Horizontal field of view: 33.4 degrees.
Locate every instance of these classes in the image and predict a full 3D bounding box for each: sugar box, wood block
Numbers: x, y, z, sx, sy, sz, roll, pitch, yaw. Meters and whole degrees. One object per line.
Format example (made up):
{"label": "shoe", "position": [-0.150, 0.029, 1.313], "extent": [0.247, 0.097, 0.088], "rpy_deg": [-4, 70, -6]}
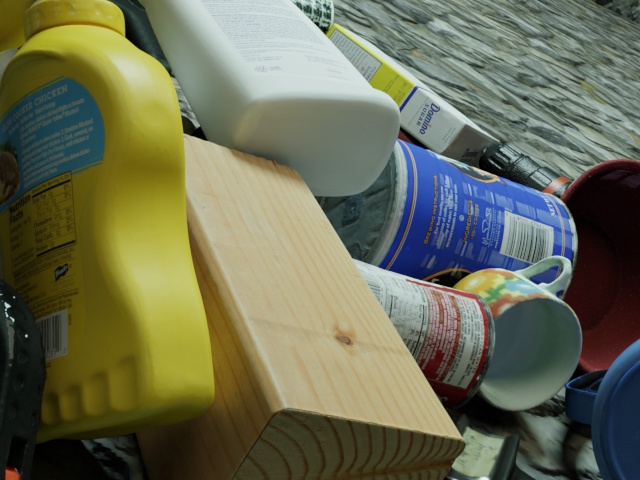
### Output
{"label": "sugar box", "position": [0.081, -0.134, 1.017], "extent": [0.176, 0.048, 0.093], "rpy_deg": [44, 15, 26]}
{"label": "wood block", "position": [-0.032, 0.044, 0.483], "extent": [0.090, 0.090, 0.206], "rpy_deg": [16, 27, -31]}

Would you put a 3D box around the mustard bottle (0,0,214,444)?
{"label": "mustard bottle", "position": [-0.092, -0.020, 0.424], "extent": [0.058, 0.096, 0.191], "rpy_deg": [4, 73, -43]}

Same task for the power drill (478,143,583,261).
{"label": "power drill", "position": [0.180, -0.021, 0.899], "extent": [0.185, 0.057, 0.187], "rpy_deg": [40, 25, 23]}

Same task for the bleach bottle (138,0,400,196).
{"label": "bleach bottle", "position": [-0.049, -0.127, 0.654], "extent": [0.102, 0.068, 0.251], "rpy_deg": [1, 39, -29]}

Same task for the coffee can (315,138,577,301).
{"label": "coffee can", "position": [0.077, -0.001, 0.684], "extent": [0.140, 0.103, 0.103], "rpy_deg": [17, 26, -27]}

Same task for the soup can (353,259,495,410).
{"label": "soup can", "position": [0.034, 0.048, 0.578], "extent": [0.102, 0.069, 0.068], "rpy_deg": [17, 26, -25]}

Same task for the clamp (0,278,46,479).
{"label": "clamp", "position": [-0.143, 0.020, 0.391], "extent": [0.172, 0.120, 0.039], "rpy_deg": [46, 4, 25]}
